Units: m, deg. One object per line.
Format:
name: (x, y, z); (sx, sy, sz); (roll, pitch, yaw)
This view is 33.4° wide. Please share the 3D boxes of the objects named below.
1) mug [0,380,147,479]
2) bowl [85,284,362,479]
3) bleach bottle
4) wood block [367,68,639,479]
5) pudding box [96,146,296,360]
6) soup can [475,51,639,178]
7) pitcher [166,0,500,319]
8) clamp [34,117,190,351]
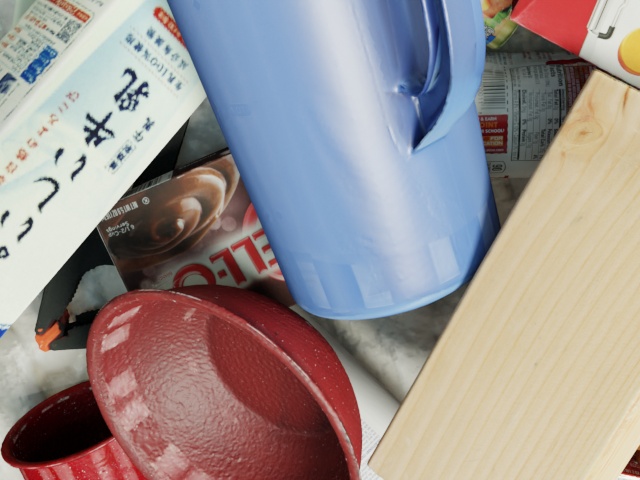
mug: (-0.140, 0.139, 0.644); (0.117, 0.093, 0.081); (-3, 116, 36)
bowl: (-0.038, 0.079, 0.532); (0.162, 0.055, 0.162); (20, 131, 25)
bleach bottle: (0.034, 0.153, 0.610); (0.251, 0.068, 0.103); (45, 100, 4)
wood block: (0.120, 0.039, 0.489); (0.091, 0.090, 0.206); (34, 104, 26)
pudding box: (-0.054, 0.001, 0.578); (0.113, 0.039, 0.090); (-22, 104, 2)
soup can: (0.118, -0.066, 0.562); (0.102, 0.068, 0.068); (-1, 108, 5)
pitcher: (0.008, -0.089, 0.472); (0.145, 0.149, 0.243); (-13, 111, 16)
clamp: (-0.102, -0.002, 0.615); (0.171, 0.039, 0.120); (-29, 97, 6)
